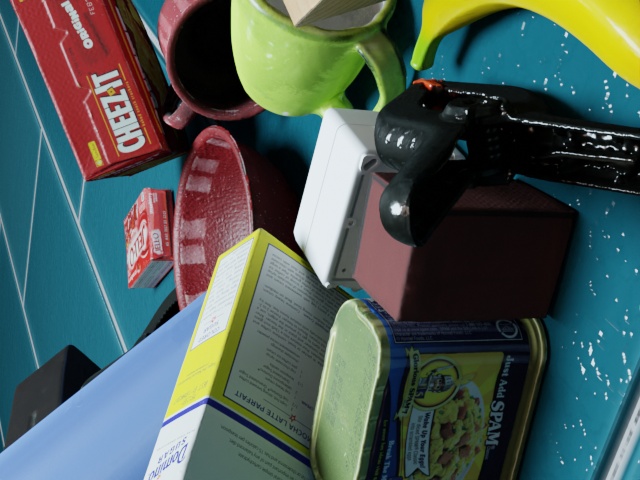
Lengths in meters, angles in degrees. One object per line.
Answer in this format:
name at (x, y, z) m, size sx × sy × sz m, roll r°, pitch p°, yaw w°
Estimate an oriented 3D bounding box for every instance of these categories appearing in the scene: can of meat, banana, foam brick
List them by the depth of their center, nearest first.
banana at (0.095, -0.102, 0.457) m, size 0.198 × 0.037 × 0.069 m, roll -151°, pitch 50°, yaw -64°
foam brick at (0.062, 0.002, 0.473) m, size 0.053 × 0.078 × 0.051 m, roll -135°, pitch 50°, yaw -60°
can of meat at (0.047, 0.075, 0.494) m, size 0.057 × 0.083 × 0.102 m, roll -136°, pitch 51°, yaw -58°

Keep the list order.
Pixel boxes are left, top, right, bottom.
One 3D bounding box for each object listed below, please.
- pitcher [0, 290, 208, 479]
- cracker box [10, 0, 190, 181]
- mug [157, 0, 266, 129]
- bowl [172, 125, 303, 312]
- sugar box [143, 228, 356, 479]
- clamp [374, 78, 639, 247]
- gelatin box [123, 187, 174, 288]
pitcher at (-0.117, 0.140, 0.654) m, size 0.243 × 0.145 × 0.149 m, roll -41°, pitch 59°, yaw 4°
cracker box at (-0.170, -0.135, 0.856) m, size 0.214 × 0.072 × 0.164 m, roll -123°, pitch 11°, yaw -85°
mug at (-0.077, -0.132, 0.762) m, size 0.117 × 0.093 × 0.081 m, roll -56°, pitch 28°, yaw 12°
bowl at (-0.055, 0.001, 0.755) m, size 0.162 × 0.055 × 0.162 m, roll -179°, pitch 90°, yaw -64°
sugar box at (-0.028, 0.089, 0.535) m, size 0.048 × 0.093 × 0.176 m, roll -32°, pitch 30°, yaw 41°
clamp at (0.078, -0.041, 0.444) m, size 0.171 × 0.120 × 0.039 m, roll -96°, pitch 5°, yaw -68°
gelatin box at (-0.166, -0.001, 1.033) m, size 0.089 × 0.030 × 0.073 m, roll 138°, pitch 128°, yaw -59°
